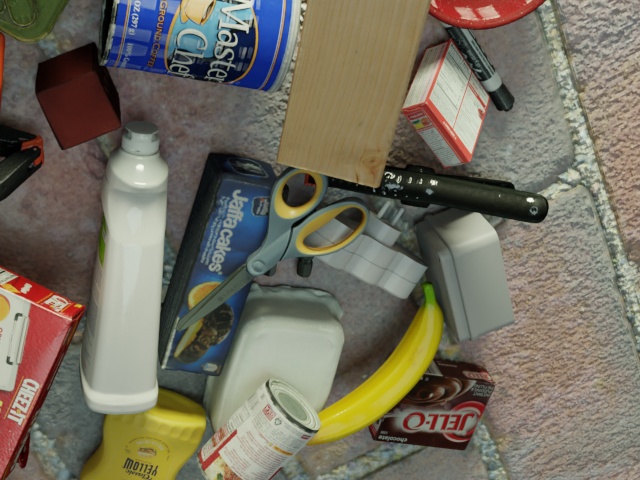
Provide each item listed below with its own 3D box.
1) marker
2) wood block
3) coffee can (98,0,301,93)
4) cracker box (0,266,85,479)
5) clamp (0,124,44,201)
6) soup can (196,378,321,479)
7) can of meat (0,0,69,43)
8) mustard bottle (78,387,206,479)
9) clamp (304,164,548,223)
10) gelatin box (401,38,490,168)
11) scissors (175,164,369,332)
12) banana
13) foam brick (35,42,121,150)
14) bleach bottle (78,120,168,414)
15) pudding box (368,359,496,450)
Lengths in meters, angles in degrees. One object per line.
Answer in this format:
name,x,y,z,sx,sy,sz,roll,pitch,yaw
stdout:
marker,0.140,-0.161,0.951,0.020,0.020,0.121,-36,120,7
wood block,0.031,-0.156,0.846,0.091,0.090,0.206,14,131,0
coffee can,-0.096,-0.177,0.836,0.140,0.103,0.103,7,116,-17
cracker box,-0.328,0.086,0.888,0.213,0.072,0.164,25,97,-3
clamp,-0.307,-0.048,0.855,0.171,0.120,0.039,-7,158,-12
soup can,-0.057,0.186,0.989,0.068,0.068,0.102,37,103,-28
can of meat,-0.212,-0.210,0.800,0.057,0.084,0.102,28,108,-26
mustard bottle,-0.188,0.237,1.061,0.096,0.058,0.192,18,113,-15
clamp,0.092,-0.049,0.958,0.210,0.164,0.036,9,96,6
gelatin box,0.110,-0.119,0.930,0.030,0.089,0.073,-14,130,38
scissors,-0.056,0.001,0.920,0.202,0.016,0.096,-24,112,6
banana,0.060,0.130,1.034,0.069,0.037,0.198,38,91,-23
foam brick,-0.194,-0.117,0.858,0.051,0.078,0.053,-20,121,-1
bleach bottle,-0.166,0.021,0.925,0.068,0.103,0.251,1,119,-20
pudding box,0.114,0.169,1.112,0.113,0.039,0.090,11,114,-19
